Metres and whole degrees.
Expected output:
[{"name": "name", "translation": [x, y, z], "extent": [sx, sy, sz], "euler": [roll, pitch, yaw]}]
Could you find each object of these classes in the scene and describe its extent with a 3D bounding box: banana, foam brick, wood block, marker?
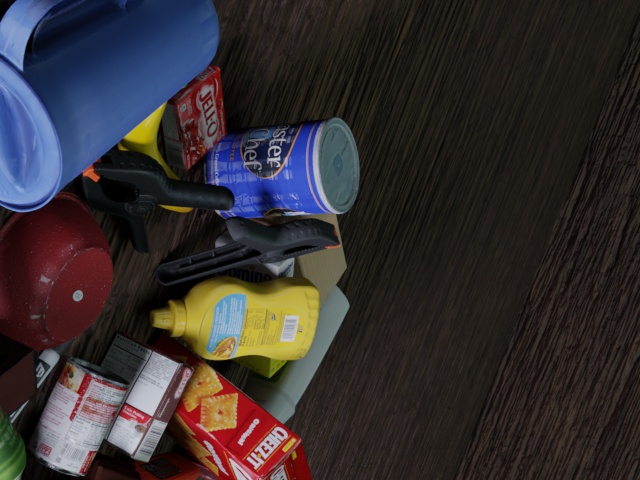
[{"name": "banana", "translation": [-0.160, -0.083, 1.030], "extent": [0.198, 0.069, 0.037], "euler": [97, -7, -57]}, {"name": "foam brick", "translation": [-0.287, 0.110, 0.906], "extent": [0.052, 0.078, 0.051], "euler": [-45, 148, -47]}, {"name": "wood block", "translation": [-0.036, -0.006, 1.342], "extent": [0.090, 0.090, 0.206], "euler": [-56, 154, -26]}, {"name": "marker", "translation": [-0.276, 0.133, 1.027], "extent": [0.121, 0.020, 0.020], "euler": [-57, 155, -25]}]

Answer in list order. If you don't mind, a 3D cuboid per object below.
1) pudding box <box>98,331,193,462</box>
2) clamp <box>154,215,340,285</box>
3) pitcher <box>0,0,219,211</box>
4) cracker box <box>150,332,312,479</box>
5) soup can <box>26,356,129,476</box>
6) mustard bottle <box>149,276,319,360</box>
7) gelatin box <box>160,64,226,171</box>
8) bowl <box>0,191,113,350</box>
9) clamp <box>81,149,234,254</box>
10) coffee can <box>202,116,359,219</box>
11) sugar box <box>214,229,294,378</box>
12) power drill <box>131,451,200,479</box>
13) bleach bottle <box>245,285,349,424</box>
[{"name": "pudding box", "translation": [-0.200, 0.165, 1.134], "extent": [0.113, 0.090, 0.039], "euler": [-63, 155, -9]}, {"name": "clamp", "translation": [-0.058, 0.001, 1.164], "extent": [0.209, 0.036, 0.165], "euler": [-9, 167, -33]}, {"name": "pitcher", "translation": [-0.182, -0.142, 0.839], "extent": [0.242, 0.149, 0.145], "euler": [-48, 122, -46]}, {"name": "cracker box", "translation": [-0.111, 0.222, 1.222], "extent": [0.072, 0.214, 0.164], "euler": [-44, 151, -21]}, {"name": "soup can", "translation": [-0.244, 0.177, 1.075], "extent": [0.102, 0.069, 0.068], "euler": [-65, 157, -4]}, {"name": "mustard bottle", "translation": [-0.099, 0.088, 1.203], "extent": [0.191, 0.058, 0.096], "euler": [2, 113, -28]}, {"name": "gelatin box", "translation": [-0.130, -0.128, 1.096], "extent": [0.073, 0.030, 0.089], "euler": [-49, 152, -38]}, {"name": "bowl", "translation": [-0.240, 0.039, 0.975], "extent": [0.161, 0.055, 0.162], "euler": [-47, 150, -39]}, {"name": "clamp", "translation": [-0.177, -0.038, 1.025], "extent": [0.120, 0.039, 0.171], "euler": [-38, 142, 22]}, {"name": "coffee can", "translation": [-0.042, -0.077, 1.160], "extent": [0.102, 0.140, 0.103], "euler": [10, 78, -63]}, {"name": "sugar box", "translation": [-0.084, 0.076, 1.307], "extent": [0.048, 0.093, 0.176], "euler": [-43, 147, -44]}, {"name": "power drill", "translation": [-0.210, 0.352, 1.285], "extent": [0.184, 0.057, 0.188], "euler": [1, 112, -67]}, {"name": "bleach bottle", "translation": [-0.051, 0.164, 1.399], "extent": [0.068, 0.103, 0.250], "euler": [52, 47, -28]}]
